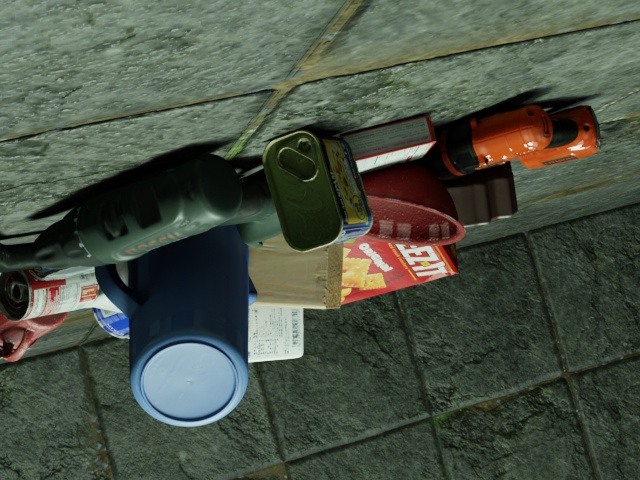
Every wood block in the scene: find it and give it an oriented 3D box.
[{"bbox_3d":[-0.083,0.030,1.238,0.206,0.090,0.090,2,179,13],"label":"wood block"}]

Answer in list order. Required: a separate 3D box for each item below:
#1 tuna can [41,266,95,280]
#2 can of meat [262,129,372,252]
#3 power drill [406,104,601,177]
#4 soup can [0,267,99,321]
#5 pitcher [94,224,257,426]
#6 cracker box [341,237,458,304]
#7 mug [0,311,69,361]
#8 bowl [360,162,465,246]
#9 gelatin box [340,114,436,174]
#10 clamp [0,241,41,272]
[{"bbox_3d":[-0.268,0.017,1.187,0.086,0.034,0.086,-15,175,-2],"label":"tuna can"},{"bbox_3d":[0.000,-0.045,0.949,0.058,0.102,0.083,-18,176,24],"label":"can of meat"},{"bbox_3d":[0.197,-0.102,1.140,0.185,0.057,0.187,-12,180,43],"label":"power drill"},{"bbox_3d":[-0.316,0.053,1.241,0.069,0.068,0.102,-20,174,39],"label":"soup can"},{"bbox_3d":[-0.140,0.069,1.062,0.149,0.145,0.243,-12,-152,-1],"label":"pitcher"},{"bbox_3d":[0.060,0.008,1.449,0.214,0.072,0.164,-16,142,19],"label":"cracker box"},{"bbox_3d":[-0.360,0.090,1.295,0.093,0.117,0.082,30,141,-32],"label":"mug"},{"bbox_3d":[0.074,-0.043,1.113,0.162,0.055,0.162,10,165,2],"label":"bowl"},{"bbox_3d":[0.061,-0.090,1.024,0.089,0.030,0.073,-15,173,-5],"label":"gelatin box"},{"bbox_3d":[-0.342,0.026,1.049,0.165,0.036,0.209,-18,172,23],"label":"clamp"}]
